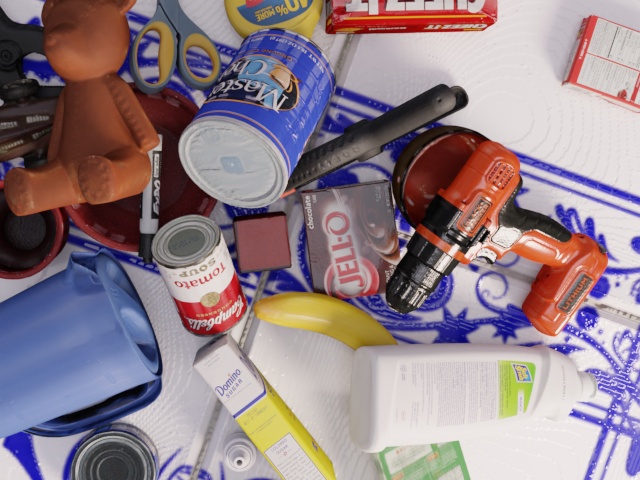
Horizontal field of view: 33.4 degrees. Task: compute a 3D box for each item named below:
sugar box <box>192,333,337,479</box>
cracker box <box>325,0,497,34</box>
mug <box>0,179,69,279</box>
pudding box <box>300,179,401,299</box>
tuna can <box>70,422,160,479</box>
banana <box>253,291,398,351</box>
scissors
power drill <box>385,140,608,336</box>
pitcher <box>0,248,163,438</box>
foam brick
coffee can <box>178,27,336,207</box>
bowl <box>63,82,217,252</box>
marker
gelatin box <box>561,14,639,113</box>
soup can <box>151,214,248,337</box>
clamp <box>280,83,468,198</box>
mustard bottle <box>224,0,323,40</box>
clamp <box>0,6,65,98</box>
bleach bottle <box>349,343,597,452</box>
[{"bbox_3d":[-0.053,0.170,1.035,0.048,0.093,0.176,-35,95,-2],"label":"sugar box"},{"bbox_3d":[0.085,-0.311,1.029,0.164,0.072,0.214,-2,94,-3],"label":"cracker box"},{"bbox_3d":[-0.297,-0.008,1.017,0.117,0.081,0.093,-18,94,-3],"label":"mug"},{"bbox_3d":[0.031,0.001,1.058,0.090,0.039,0.113,-8,93,-3],"label":"pudding box"},{"bbox_3d":[-0.204,0.226,1.058,0.086,0.034,0.086,0,93,-3],"label":"tuna can"},{"bbox_3d":[0.024,0.097,1.040,0.197,0.037,0.069,40,73,-24],"label":"banana"},{"bbox_3d":[-0.130,-0.227,1.026,0.096,0.016,0.201,17,69,-18],"label":"scissors"},{"bbox_3d":[0.172,0.021,1.025,0.187,0.057,0.184,30,100,-28],"label":"power drill"},{"bbox_3d":[-0.276,0.123,1.010,0.243,0.145,0.149,-25,82,2],"label":"pitcher"},{"bbox_3d":[-0.057,0.001,1.034,0.051,0.078,0.053,-7,95,-4],"label":"foam brick"},{"bbox_3d":[-0.056,-0.114,0.983,0.103,0.103,0.140,29,50,-5],"label":"coffee can"},{"bbox_3d":[-0.174,-0.070,1.034,0.162,0.055,0.162,0,93,-3],"label":"bowl"},{"bbox_3d":[-0.160,-0.039,0.998,0.020,0.020,0.121,2,93,-4],"label":"marker"},{"bbox_3d":[0.296,-0.176,1.070,0.089,0.030,0.073,19,90,-4],"label":"gelatin box"},{"bbox_3d":[-0.113,0.034,1.004,0.068,0.068,0.102,-18,135,-3],"label":"soup can"},{"bbox_3d":[0.045,-0.097,1.007,0.210,0.164,0.036,-25,91,8],"label":"clamp"},{"bbox_3d":[-0.050,-0.247,1.032,0.096,0.058,0.191,-22,94,-7],"label":"mustard bottle"},{"bbox_3d":[-0.310,-0.173,1.030,0.171,0.039,0.120,35,104,-7],"label":"clamp"},{"bbox_3d":[0.156,0.152,1.043,0.250,0.068,0.102,3,90,-19],"label":"bleach bottle"}]
